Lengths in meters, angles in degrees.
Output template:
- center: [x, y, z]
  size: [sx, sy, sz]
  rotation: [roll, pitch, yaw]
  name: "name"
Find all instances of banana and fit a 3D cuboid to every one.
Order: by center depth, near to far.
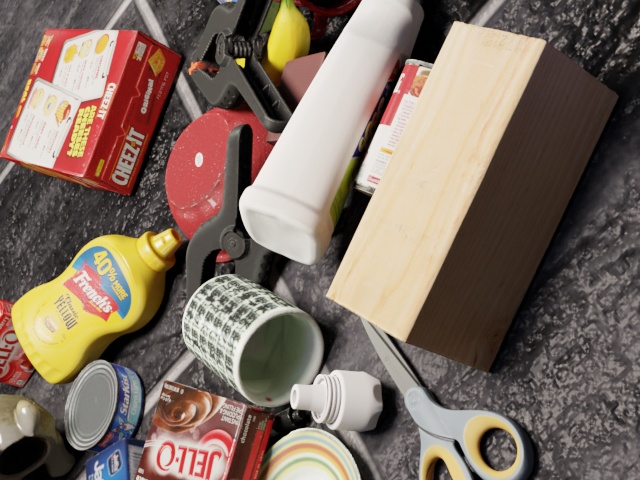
- center: [-0.052, -0.170, 0.973]
  size: [0.198, 0.037, 0.069]
  rotation: [-23, 78, 62]
  name: "banana"

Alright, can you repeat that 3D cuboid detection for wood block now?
- center: [0.101, -0.030, 0.719]
  size: [0.090, 0.090, 0.206]
  rotation: [28, 94, 50]
  name: "wood block"

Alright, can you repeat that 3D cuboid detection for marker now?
- center: [-0.057, 0.156, 0.861]
  size: [0.121, 0.020, 0.020]
  rotation: [-27, 54, 37]
  name: "marker"

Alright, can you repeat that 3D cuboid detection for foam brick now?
- center: [-0.004, -0.111, 0.903]
  size: [0.053, 0.051, 0.078]
  rotation: [0, 72, 49]
  name: "foam brick"

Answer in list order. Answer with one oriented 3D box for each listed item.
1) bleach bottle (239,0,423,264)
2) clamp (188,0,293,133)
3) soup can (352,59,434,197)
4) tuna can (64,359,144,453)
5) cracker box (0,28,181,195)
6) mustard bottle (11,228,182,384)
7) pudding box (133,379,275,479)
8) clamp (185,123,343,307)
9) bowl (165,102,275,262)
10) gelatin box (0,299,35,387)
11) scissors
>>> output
- center: [0.022, -0.110, 0.825]
  size: [0.068, 0.102, 0.250]
  rotation: [23, 74, 8]
  name: "bleach bottle"
- center: [-0.067, -0.155, 0.914]
  size: [0.210, 0.036, 0.164]
  rotation: [161, 109, -64]
  name: "clamp"
- center: [0.074, -0.073, 0.787]
  size: [0.069, 0.068, 0.102]
  rotation: [25, 92, 50]
  name: "soup can"
- center: [-0.204, 0.158, 1.010]
  size: [0.086, 0.033, 0.086]
  rotation: [-23, 56, 39]
  name: "tuna can"
- center: [-0.259, -0.146, 1.186]
  size: [0.214, 0.072, 0.164]
  rotation: [14, 83, 49]
  name: "cracker box"
- center: [-0.207, 0.051, 1.030]
  size: [0.192, 0.058, 0.096]
  rotation: [-37, 71, 17]
  name: "mustard bottle"
- center: [-0.093, 0.166, 0.847]
  size: [0.114, 0.039, 0.090]
  rotation: [6, 76, 49]
  name: "pudding box"
- center: [-0.056, 0.001, 0.904]
  size: [0.120, 0.039, 0.172]
  rotation: [36, 116, 23]
  name: "clamp"
- center: [-0.093, -0.064, 0.976]
  size: [0.162, 0.055, 0.162]
  rotation: [-23, 57, 39]
  name: "bowl"
- center: [-0.332, 0.111, 1.141]
  size: [0.089, 0.073, 0.030]
  rotation: [-52, 42, 17]
  name: "gelatin box"
- center: [0.085, 0.107, 0.731]
  size: [0.096, 0.016, 0.202]
  rotation: [-38, 48, 28]
  name: "scissors"
